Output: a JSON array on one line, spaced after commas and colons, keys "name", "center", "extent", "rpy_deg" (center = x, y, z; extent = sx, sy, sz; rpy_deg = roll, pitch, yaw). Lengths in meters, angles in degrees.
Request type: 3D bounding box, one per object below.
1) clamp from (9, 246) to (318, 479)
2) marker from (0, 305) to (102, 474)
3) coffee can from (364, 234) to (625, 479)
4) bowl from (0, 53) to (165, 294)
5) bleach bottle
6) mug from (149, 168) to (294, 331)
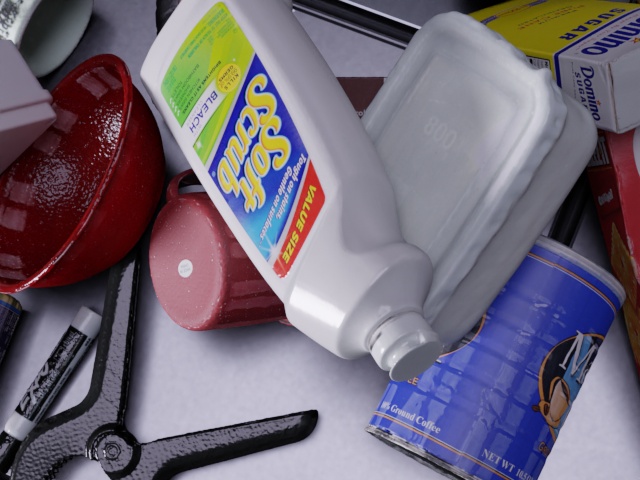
[{"name": "clamp", "center": [-0.129, 0.119, 0.663], "extent": [0.210, 0.036, 0.164], "rpy_deg": [-41, 83, -3]}, {"name": "marker", "center": [-0.178, 0.097, 0.683], "extent": [0.020, 0.020, 0.121], "rpy_deg": [30, 81, 10]}, {"name": "coffee can", "center": [0.103, 0.072, 0.627], "extent": [0.103, 0.103, 0.140], "rpy_deg": [27, 80, 9]}, {"name": "bowl", "center": [-0.146, -0.033, 0.669], "extent": [0.055, 0.162, 0.162], "rpy_deg": [28, 76, -36]}, {"name": "bleach bottle", "center": [-0.008, -0.036, 0.562], "extent": [0.103, 0.067, 0.251], "rpy_deg": [-50, 53, 22]}, {"name": "mug", "center": [-0.054, 0.001, 0.647], "extent": [0.081, 0.093, 0.117], "rpy_deg": [-6, 56, -40]}]
